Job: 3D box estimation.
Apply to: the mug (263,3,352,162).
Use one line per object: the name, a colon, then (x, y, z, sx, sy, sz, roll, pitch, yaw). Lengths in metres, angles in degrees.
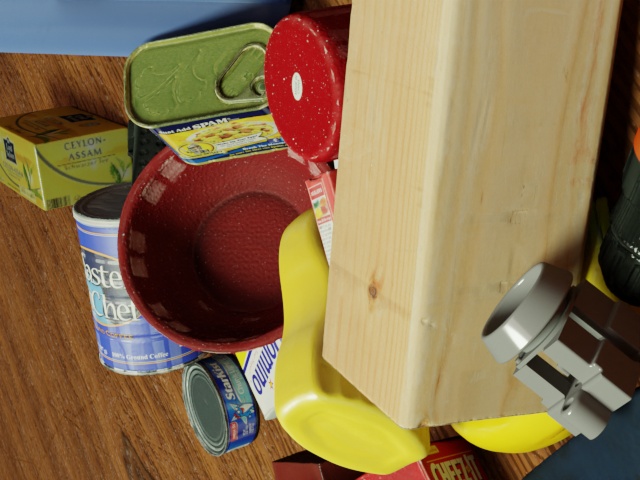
mug: (0.028, -0.090, 0.579, 0.117, 0.081, 0.093, -5, 98, 61)

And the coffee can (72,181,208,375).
coffee can: (-0.149, 0.030, 0.913, 0.103, 0.102, 0.140, 26, 127, 54)

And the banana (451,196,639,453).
banana: (0.118, 0.066, 0.545, 0.198, 0.037, 0.069, 113, 151, -46)

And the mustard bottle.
mustard bottle: (0.017, 0.034, 0.626, 0.058, 0.096, 0.191, -34, 39, 32)

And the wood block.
wood block: (0.065, -0.030, 0.493, 0.091, 0.090, 0.206, -146, 57, -60)

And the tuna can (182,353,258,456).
tuna can: (-0.088, 0.143, 0.934, 0.086, 0.033, 0.086, 34, 131, 50)

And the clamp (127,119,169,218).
clamp: (-0.133, -0.091, 0.839, 0.210, 0.036, 0.165, -104, 17, -59)

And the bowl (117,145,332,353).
bowl: (-0.055, 0.001, 0.734, 0.162, 0.162, 0.055, 65, -174, 18)

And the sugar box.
sugar box: (-0.047, 0.037, 0.803, 0.176, 0.048, 0.093, 66, 149, 19)

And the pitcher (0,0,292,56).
pitcher: (-0.140, -0.175, 0.665, 0.149, 0.242, 0.145, -43, 61, 52)

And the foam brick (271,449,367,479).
foam brick: (0.009, 0.175, 0.763, 0.078, 0.052, 0.051, -19, 86, 60)

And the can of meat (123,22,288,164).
can of meat: (-0.062, -0.090, 0.684, 0.084, 0.102, 0.057, 48, -145, -70)
